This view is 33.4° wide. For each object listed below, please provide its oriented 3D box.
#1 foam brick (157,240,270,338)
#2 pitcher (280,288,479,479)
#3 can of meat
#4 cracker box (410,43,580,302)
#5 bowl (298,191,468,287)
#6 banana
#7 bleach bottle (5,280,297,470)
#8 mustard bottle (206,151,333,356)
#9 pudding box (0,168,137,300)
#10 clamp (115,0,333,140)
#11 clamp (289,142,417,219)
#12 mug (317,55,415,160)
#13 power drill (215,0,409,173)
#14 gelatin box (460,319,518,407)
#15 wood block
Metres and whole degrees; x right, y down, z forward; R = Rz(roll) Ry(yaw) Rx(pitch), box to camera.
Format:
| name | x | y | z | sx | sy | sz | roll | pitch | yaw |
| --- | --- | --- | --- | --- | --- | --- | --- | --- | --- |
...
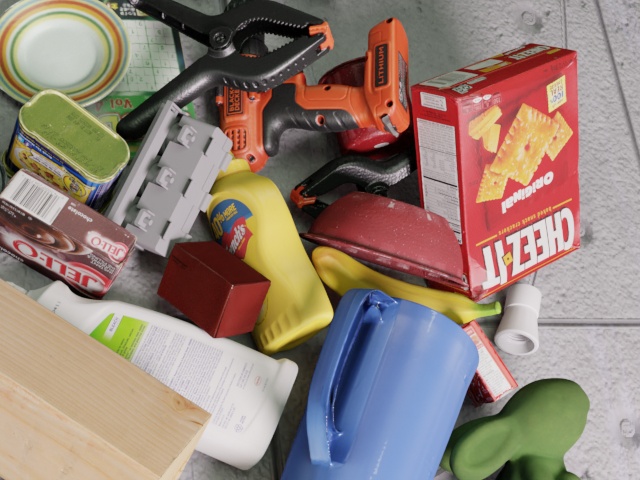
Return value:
| name | x | y | z | sx | sy | sz | roll | pitch | yaw |
| --- | --- | --- | --- | --- | --- | --- | --- | --- | --- |
| foam brick | -0.091 | 0.040 | 0.913 | 0.078 | 0.053 | 0.051 | 34 | 22 | 32 |
| pitcher | 0.034 | 0.168 | 0.882 | 0.149 | 0.145 | 0.242 | 29 | 55 | -7 |
| can of meat | -0.221 | -0.073 | 0.926 | 0.102 | 0.084 | 0.057 | 37 | 57 | -4 |
| cracker box | 0.177 | -0.067 | 1.042 | 0.163 | 0.072 | 0.214 | -23 | 118 | -31 |
| bowl | 0.064 | -0.006 | 0.973 | 0.162 | 0.162 | 0.055 | 18 | 87 | -16 |
| banana | 0.068 | 0.045 | 0.987 | 0.197 | 0.070 | 0.037 | 16 | 51 | -24 |
| bleach bottle | -0.151 | 0.096 | 0.892 | 0.250 | 0.068 | 0.102 | 27 | 59 | -8 |
| mustard bottle | -0.057 | 0.001 | 0.958 | 0.058 | 0.096 | 0.192 | -14 | 73 | -32 |
| pudding box | -0.217 | -0.001 | 0.891 | 0.113 | 0.090 | 0.039 | 33 | 56 | -6 |
| clamp | -0.095 | -0.186 | 0.996 | 0.210 | 0.036 | 0.164 | -12 | 65 | 7 |
| clamp | 0.058 | -0.055 | 1.044 | 0.171 | 0.039 | 0.120 | 4 | 100 | -23 |
| mug | 0.057 | -0.129 | 1.085 | 0.117 | 0.093 | 0.081 | 13 | 60 | -61 |
| power drill | -0.011 | -0.160 | 1.021 | 0.188 | 0.057 | 0.184 | -6 | 75 | 19 |
| gelatin box | 0.144 | 0.117 | 0.999 | 0.030 | 0.089 | 0.073 | -31 | 81 | -10 |
| wood block | -0.200 | 0.127 | 0.799 | 0.206 | 0.090 | 0.090 | 32 | 29 | 6 |
